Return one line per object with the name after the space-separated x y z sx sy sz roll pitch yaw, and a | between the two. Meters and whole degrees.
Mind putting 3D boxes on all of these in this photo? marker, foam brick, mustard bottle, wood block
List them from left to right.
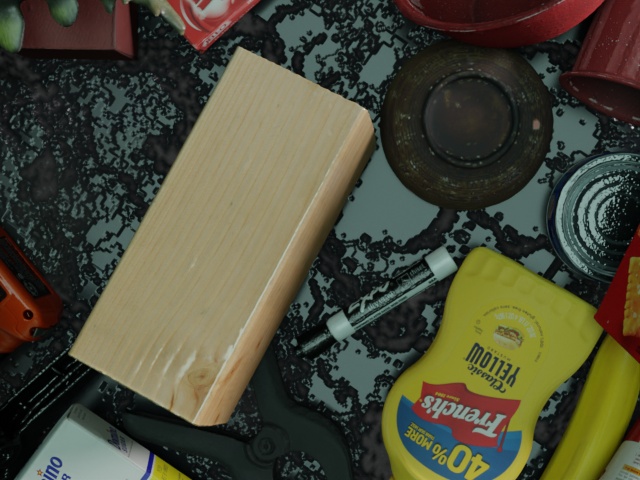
-0.163 -0.147 0.696 0.078 0.053 0.051 2 92 4 | foam brick
-0.054 0.001 0.655 0.091 0.090 0.206 27 85 10 | wood block
0.035 0.043 0.703 0.121 0.020 0.020 -33 89 5 | marker
0.094 0.106 0.680 0.096 0.058 0.192 30 95 10 | mustard bottle

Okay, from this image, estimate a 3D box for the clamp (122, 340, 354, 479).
-0.046 0.136 0.704 0.120 0.039 0.171 -38 84 8 | clamp

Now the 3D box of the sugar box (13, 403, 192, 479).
-0.117 0.193 0.694 0.176 0.048 0.093 38 94 -7 | sugar box

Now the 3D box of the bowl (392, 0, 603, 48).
0.124 -0.170 0.645 0.162 0.055 0.162 -18 48 21 | bowl

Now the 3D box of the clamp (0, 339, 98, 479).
-0.205 0.122 0.690 0.036 0.164 0.210 41 118 27 | clamp

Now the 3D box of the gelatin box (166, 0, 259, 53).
-0.082 -0.180 0.699 0.073 0.030 0.089 -41 88 5 | gelatin box

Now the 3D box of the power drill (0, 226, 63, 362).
-0.282 0.059 0.713 0.188 0.057 0.184 -41 92 8 | power drill
